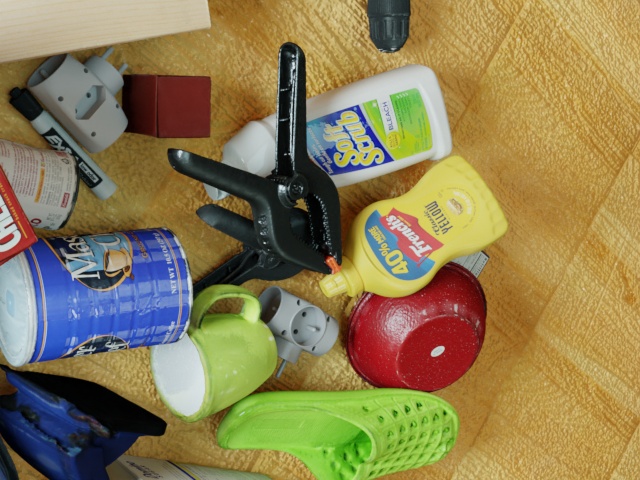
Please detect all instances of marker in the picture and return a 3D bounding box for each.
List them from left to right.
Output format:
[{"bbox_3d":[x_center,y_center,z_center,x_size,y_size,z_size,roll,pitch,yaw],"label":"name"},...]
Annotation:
[{"bbox_3d":[-0.217,-0.082,0.899,0.020,0.020,0.121,-48,120,-16],"label":"marker"}]

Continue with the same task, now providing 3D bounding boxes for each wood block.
[{"bbox_3d":[-0.203,-0.197,0.844,0.205,0.090,0.091,-17,108,-30],"label":"wood block"}]

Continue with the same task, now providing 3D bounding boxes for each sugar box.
[{"bbox_3d":[-0.108,0.240,0.988,0.175,0.093,0.048,14,91,-33],"label":"sugar box"}]

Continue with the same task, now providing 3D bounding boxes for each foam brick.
[{"bbox_3d":[-0.132,-0.116,0.913,0.051,0.078,0.053,-3,100,-31],"label":"foam brick"}]

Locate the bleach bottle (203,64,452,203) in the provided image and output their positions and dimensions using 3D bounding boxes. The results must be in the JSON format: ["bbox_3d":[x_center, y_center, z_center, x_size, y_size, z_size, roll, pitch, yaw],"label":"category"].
[{"bbox_3d":[0.005,-0.087,1.020,0.250,0.068,0.102,-24,111,-25],"label":"bleach bottle"}]

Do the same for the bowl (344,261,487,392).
[{"bbox_3d":[0.109,0.102,1.094,0.162,0.055,0.162,-9,120,-17],"label":"bowl"}]

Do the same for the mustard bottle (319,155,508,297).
[{"bbox_3d":[0.083,0.000,1.048,0.191,0.058,0.096,-31,82,-14],"label":"mustard bottle"}]

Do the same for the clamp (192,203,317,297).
[{"bbox_3d":[-0.056,0.001,0.990,0.171,0.039,0.120,-21,145,-32],"label":"clamp"}]

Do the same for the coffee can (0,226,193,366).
[{"bbox_3d":[-0.192,0.044,0.890,0.140,0.103,0.103,-6,102,-33],"label":"coffee can"}]

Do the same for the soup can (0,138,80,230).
[{"bbox_3d":[-0.253,-0.049,0.853,0.102,0.069,0.068,11,93,-35],"label":"soup can"}]

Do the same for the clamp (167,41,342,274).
[{"bbox_3d":[-0.029,-0.058,0.944,0.164,0.036,0.210,-52,128,-23],"label":"clamp"}]
